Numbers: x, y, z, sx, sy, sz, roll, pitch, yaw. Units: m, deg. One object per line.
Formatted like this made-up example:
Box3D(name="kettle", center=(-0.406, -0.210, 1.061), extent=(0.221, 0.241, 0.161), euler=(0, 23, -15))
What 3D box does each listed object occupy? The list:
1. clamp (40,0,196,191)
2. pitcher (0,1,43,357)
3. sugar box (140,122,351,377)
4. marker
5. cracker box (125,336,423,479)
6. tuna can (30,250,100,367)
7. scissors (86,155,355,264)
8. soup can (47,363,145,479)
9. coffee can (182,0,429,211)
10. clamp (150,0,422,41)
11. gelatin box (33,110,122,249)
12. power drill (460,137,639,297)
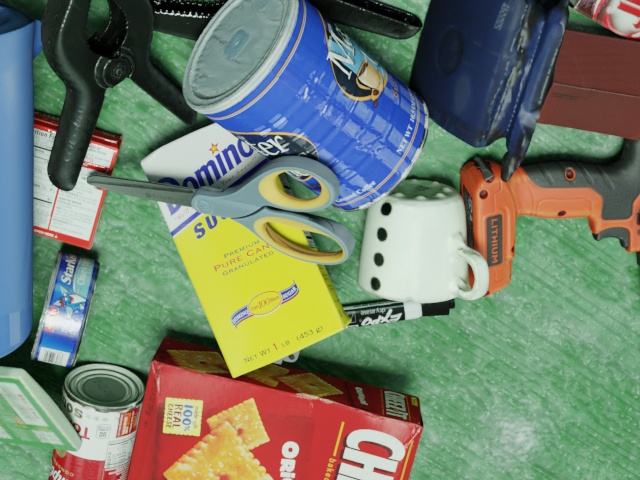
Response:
Box3D(name="clamp", center=(-0.151, -0.112, 0.717), extent=(0.120, 0.039, 0.171), euler=(-42, 142, -22))
Box3D(name="pitcher", center=(-0.265, -0.037, 0.718), extent=(0.149, 0.145, 0.243), euler=(6, 114, 5))
Box3D(name="sugar box", center=(-0.055, 0.001, 0.784), extent=(0.093, 0.048, 0.176), euler=(-25, 88, 7))
Box3D(name="marker", center=(0.050, 0.059, 0.873), extent=(0.121, 0.020, 0.020), euler=(-8, 115, -1))
Box3D(name="cracker box", center=(-0.043, 0.184, 0.843), extent=(0.213, 0.072, 0.164), euler=(14, 103, -1))
Box3D(name="tuna can", center=(-0.195, 0.053, 0.816), extent=(0.033, 0.086, 0.086), euler=(15, 113, -13))
Box3D(name="scissors", center=(-0.069, -0.038, 0.730), extent=(0.202, 0.016, 0.096), euler=(21, 137, 6))
Box3D(name="soup can", center=(-0.183, 0.161, 0.876), extent=(0.068, 0.068, 0.102), euler=(10, 114, -9))
Box3D(name="coffee can", center=(-0.009, -0.097, 0.730), extent=(0.103, 0.103, 0.140), euler=(-45, 127, 15))
Box3D(name="clamp", center=(-0.036, -0.184, 0.744), extent=(0.210, 0.036, 0.164), euler=(-21, 121, 9))
Box3D(name="gelatin box", center=(-0.195, -0.046, 0.800), extent=(0.073, 0.030, 0.089), euler=(16, 112, -10))
Box3D(name="power drill", center=(0.207, -0.006, 0.834), extent=(0.187, 0.057, 0.184), euler=(-8, 111, -3))
